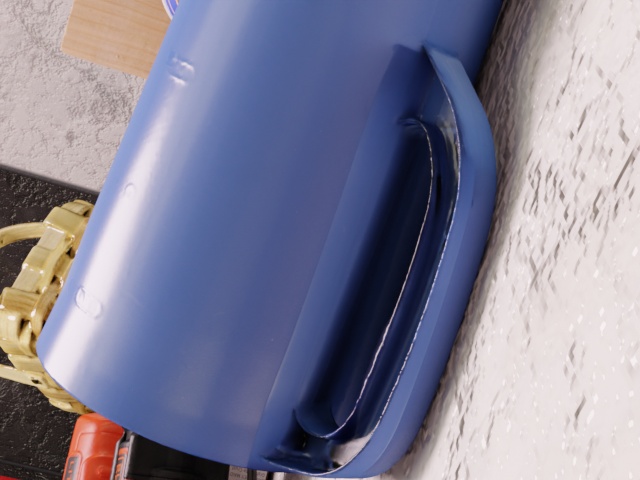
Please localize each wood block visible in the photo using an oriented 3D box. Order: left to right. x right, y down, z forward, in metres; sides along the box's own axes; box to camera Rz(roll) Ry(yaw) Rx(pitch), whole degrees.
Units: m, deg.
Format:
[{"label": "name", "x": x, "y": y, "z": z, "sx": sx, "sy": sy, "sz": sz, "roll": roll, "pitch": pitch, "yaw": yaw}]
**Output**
[{"label": "wood block", "x": -0.137, "y": -0.193, "z": 1.034, "sx": 0.091, "sy": 0.206, "sz": 0.090, "roll": -146, "pitch": 73, "yaw": -79}]

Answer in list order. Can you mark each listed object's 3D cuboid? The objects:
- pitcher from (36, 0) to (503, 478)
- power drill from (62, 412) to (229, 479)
[{"label": "pitcher", "x": -0.003, "y": -0.040, "z": 0.407, "sx": 0.145, "sy": 0.149, "sz": 0.243, "roll": -50, "pitch": -18, "yaw": -79}, {"label": "power drill", "x": -0.095, "y": 0.116, "z": 0.566, "sx": 0.188, "sy": 0.057, "sz": 0.184, "roll": 140, "pitch": 141, "yaw": -63}]
